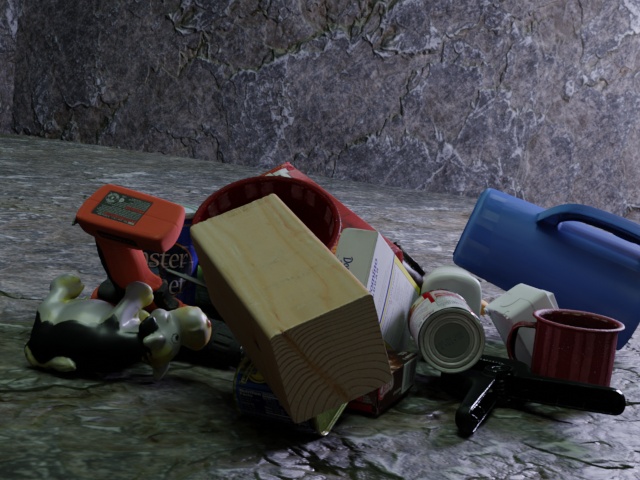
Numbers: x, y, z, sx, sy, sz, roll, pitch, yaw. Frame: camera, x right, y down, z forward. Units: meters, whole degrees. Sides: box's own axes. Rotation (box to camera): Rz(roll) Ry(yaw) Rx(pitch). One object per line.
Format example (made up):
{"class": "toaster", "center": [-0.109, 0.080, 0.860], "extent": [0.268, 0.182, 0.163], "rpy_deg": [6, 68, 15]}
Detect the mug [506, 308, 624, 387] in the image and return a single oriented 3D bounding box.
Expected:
{"class": "mug", "center": [0.249, 0.118, 1.105], "extent": [0.117, 0.081, 0.093], "rpy_deg": [10, 10, 23]}

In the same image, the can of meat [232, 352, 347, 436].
{"class": "can of meat", "center": [-0.018, 0.117, 0.938], "extent": [0.084, 0.057, 0.102], "rpy_deg": [7, 35, 26]}

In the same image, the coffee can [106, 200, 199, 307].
{"class": "coffee can", "center": [-0.188, 0.030, 1.197], "extent": [0.103, 0.140, 0.103], "rpy_deg": [6, 9, -1]}

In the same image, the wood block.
{"class": "wood block", "center": [-0.031, 0.051, 0.906], "extent": [0.090, 0.091, 0.206], "rpy_deg": [-23, 32, -14]}

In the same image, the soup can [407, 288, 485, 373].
{"class": "soup can", "center": [0.126, 0.090, 1.079], "extent": [0.068, 0.068, 0.102], "rpy_deg": [6, 7, -2]}

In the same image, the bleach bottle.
{"class": "bleach bottle", "center": [0.155, 0.069, 1.294], "extent": [0.068, 0.102, 0.250], "rpy_deg": [6, 8, 6]}

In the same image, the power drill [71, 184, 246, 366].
{"class": "power drill", "center": [-0.161, 0.041, 1.060], "extent": [0.185, 0.188, 0.057], "rpy_deg": [15, 46, 19]}

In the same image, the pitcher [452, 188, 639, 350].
{"class": "pitcher", "center": [0.297, 0.022, 1.334], "extent": [0.243, 0.149, 0.145], "rpy_deg": [25, 3, 7]}

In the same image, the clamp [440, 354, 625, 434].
{"class": "clamp", "center": [0.167, 0.143, 1.037], "extent": [0.164, 0.036, 0.210], "rpy_deg": [-4, 8, -22]}

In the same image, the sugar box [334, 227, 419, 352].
{"class": "sugar box", "center": [0.054, 0.061, 1.095], "extent": [0.048, 0.093, 0.176], "rpy_deg": [6, -19, 24]}

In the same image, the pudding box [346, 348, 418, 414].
{"class": "pudding box", "center": [0.034, 0.130, 1.028], "extent": [0.090, 0.039, 0.113], "rpy_deg": [8, 8, 23]}

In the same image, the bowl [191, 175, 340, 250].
{"class": "bowl", "center": [-0.058, 0.001, 1.158], "extent": [0.162, 0.055, 0.162], "rpy_deg": [-2, 44, 1]}
